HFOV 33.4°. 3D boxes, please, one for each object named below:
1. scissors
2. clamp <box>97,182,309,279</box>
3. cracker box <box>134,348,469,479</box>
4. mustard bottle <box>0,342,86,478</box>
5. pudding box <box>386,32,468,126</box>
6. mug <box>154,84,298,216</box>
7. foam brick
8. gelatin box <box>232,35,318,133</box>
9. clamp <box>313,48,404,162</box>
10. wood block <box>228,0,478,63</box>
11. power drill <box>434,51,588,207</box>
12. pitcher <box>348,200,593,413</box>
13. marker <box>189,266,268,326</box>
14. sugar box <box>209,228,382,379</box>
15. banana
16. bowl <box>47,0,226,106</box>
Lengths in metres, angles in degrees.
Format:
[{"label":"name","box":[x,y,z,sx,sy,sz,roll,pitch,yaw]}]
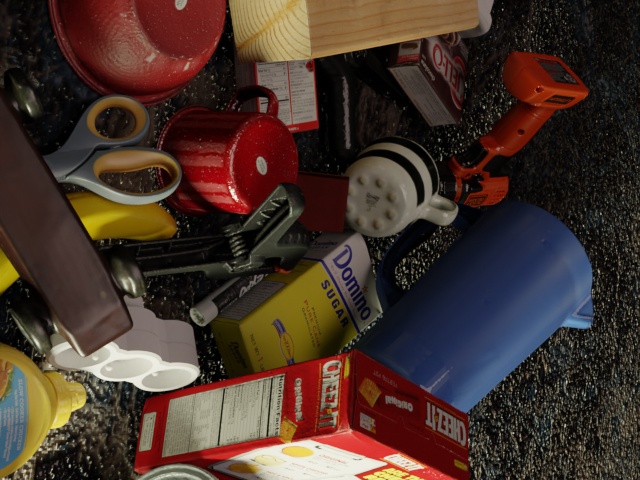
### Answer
[{"label":"scissors","box":[-0.195,-0.067,0.759,0.201,0.016,0.096,3,65,-30]},{"label":"clamp","box":[-0.055,0.001,0.829,0.209,0.165,0.036,11,62,-66]},{"label":"cracker box","box":[-0.014,0.159,0.850,0.164,0.214,0.072,34,49,-44]},{"label":"mustard bottle","box":[-0.239,0.116,0.710,0.191,0.058,0.096,-3,97,-48]},{"label":"pudding box","box":[0.108,-0.178,1.052,0.113,0.039,0.090,41,51,-50]},{"label":"mug","box":[-0.068,-0.073,0.859,0.093,0.082,0.117,40,66,-43]},{"label":"foam brick","box":[-0.021,-0.035,0.940,0.078,0.053,0.051,2,93,-47]},{"label":"gelatin box","box":[-0.039,-0.136,0.923,0.073,0.030,0.089,-16,106,-45]},{"label":"clamp","box":[0.028,-0.172,0.988,0.120,0.039,0.171,-47,131,-47]},{"label":"wood block","box":[0.031,-0.208,0.893,0.205,0.091,0.090,-19,108,-41]},{"label":"power drill","box":[0.164,-0.101,1.061,0.184,0.057,0.188,-8,145,-48]},{"label":"pitcher","box":[0.125,0.071,0.984,0.242,0.149,0.145,-38,117,-33]},{"label":"marker","box":[-0.065,0.034,0.923,0.120,0.020,0.020,-38,122,-38]},{"label":"sugar box","box":[-0.016,0.068,0.963,0.175,0.048,0.093,-37,121,-38]},{"label":"banana","box":[-0.184,-0.002,0.777,0.197,0.037,0.070,-29,133,-41]},{"label":"bowl","box":[-0.123,-0.182,0.804,0.161,0.055,0.162,-9,102,-47]}]
